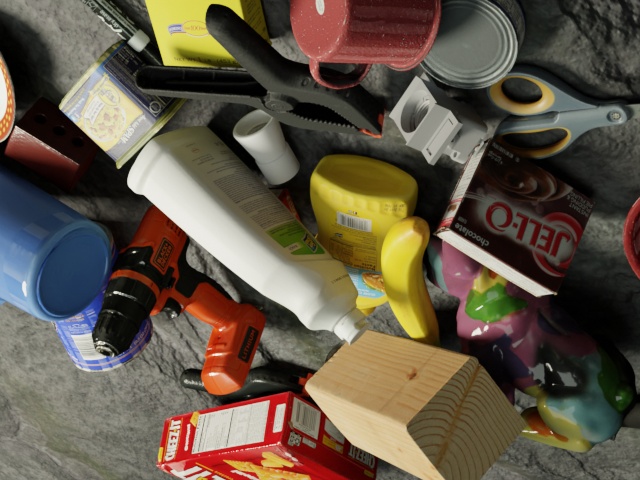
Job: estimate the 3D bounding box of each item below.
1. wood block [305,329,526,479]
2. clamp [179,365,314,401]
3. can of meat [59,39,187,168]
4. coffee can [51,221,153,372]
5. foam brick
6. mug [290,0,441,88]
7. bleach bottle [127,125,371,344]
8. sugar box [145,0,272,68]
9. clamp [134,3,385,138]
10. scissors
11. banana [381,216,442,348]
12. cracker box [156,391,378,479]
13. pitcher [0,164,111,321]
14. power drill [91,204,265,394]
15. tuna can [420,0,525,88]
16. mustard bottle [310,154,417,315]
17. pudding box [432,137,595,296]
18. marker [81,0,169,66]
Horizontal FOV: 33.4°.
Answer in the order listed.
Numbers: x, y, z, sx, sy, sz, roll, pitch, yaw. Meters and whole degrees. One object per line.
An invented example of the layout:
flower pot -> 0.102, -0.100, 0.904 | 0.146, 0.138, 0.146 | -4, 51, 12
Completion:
wood block -> 0.081, 0.153, 0.995 | 0.090, 0.090, 0.206 | 52, 163, -18
clamp -> -0.073, 0.189, 1.269 | 0.172, 0.039, 0.120 | -6, 142, 33
can of meat -> -0.189, -0.129, 1.009 | 0.084, 0.057, 0.102 | 43, 136, -12
coffee can -> -0.259, 0.063, 1.198 | 0.103, 0.102, 0.140 | 4, 132, 25
foam brick -> -0.271, -0.097, 1.087 | 0.078, 0.053, 0.051 | 31, 138, -4
mug -> 0.026, -0.166, 0.805 | 0.093, 0.081, 0.117 | 58, 139, 35
bleach bottle -> -0.056, 0.001, 0.976 | 0.251, 0.102, 0.068 | 44, 122, 13
sugar box -> -0.104, -0.227, 0.875 | 0.093, 0.048, 0.176 | 5, 134, 22
clamp -> -0.043, -0.127, 0.890 | 0.209, 0.036, 0.165 | 18, 163, -32
scissors -> 0.217, -0.113, 0.835 | 0.202, 0.016, 0.096 | -16, 123, 38
banana -> 0.084, 0.035, 0.955 | 0.070, 0.037, 0.198 | 28, 152, 35
cracker box -> -0.063, 0.256, 1.270 | 0.214, 0.072, 0.164 | -19, 140, 38
pitcher -> -0.337, -0.001, 1.098 | 0.243, 0.144, 0.149 | 25, 133, 31
power drill -> -0.144, 0.080, 1.107 | 0.057, 0.184, 0.187 | -11, 134, 36
tuna can -> 0.115, -0.163, 0.829 | 0.086, 0.033, 0.086 | 15, 136, 15
mustard bottle -> 0.038, 0.010, 1.019 | 0.096, 0.058, 0.192 | 15, 136, 13
pudding box -> 0.162, -0.018, 0.891 | 0.113, 0.090, 0.039 | 29, 163, -10
marker -> -0.183, -0.198, 0.966 | 0.121, 0.020, 0.020 | 42, 136, -15
